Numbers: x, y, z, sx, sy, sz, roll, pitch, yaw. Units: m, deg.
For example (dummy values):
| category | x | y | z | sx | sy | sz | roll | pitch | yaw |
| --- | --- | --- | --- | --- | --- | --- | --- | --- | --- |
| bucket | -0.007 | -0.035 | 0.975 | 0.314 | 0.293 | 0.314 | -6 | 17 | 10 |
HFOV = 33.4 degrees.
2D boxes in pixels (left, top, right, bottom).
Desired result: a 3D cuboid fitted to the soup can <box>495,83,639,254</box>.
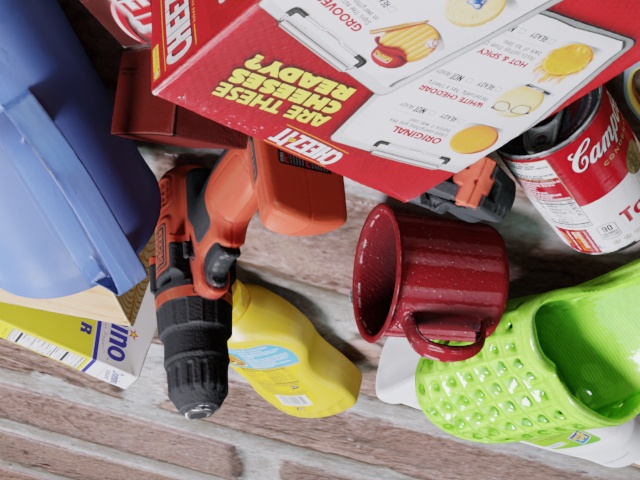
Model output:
| category | x | y | z | sx | sy | sz | roll | pitch | yaw |
| --- | --- | --- | --- | --- | --- | --- | --- | --- | --- |
| soup can | 0.144 | -0.045 | 0.596 | 0.069 | 0.068 | 0.102 | -9 | 143 | 36 |

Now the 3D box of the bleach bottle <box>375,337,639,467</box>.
| category | x | y | z | sx | sy | sz | roll | pitch | yaw |
| --- | --- | --- | --- | --- | --- | --- | --- | --- | --- |
| bleach bottle | 0.178 | 0.138 | 0.897 | 0.250 | 0.068 | 0.103 | 24 | 150 | -19 |

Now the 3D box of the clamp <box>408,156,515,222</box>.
| category | x | y | z | sx | sy | sz | roll | pitch | yaw |
| --- | --- | --- | --- | --- | --- | --- | --- | --- | --- |
| clamp | 0.074 | -0.033 | 0.625 | 0.120 | 0.039 | 0.172 | 16 | -175 | -19 |

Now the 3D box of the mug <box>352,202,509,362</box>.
| category | x | y | z | sx | sy | sz | roll | pitch | yaw |
| --- | --- | --- | --- | --- | --- | --- | --- | --- | --- |
| mug | 0.076 | 0.033 | 0.706 | 0.081 | 0.117 | 0.093 | 6 | 129 | -16 |

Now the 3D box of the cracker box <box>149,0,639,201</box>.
| category | x | y | z | sx | sy | sz | roll | pitch | yaw |
| --- | --- | --- | --- | --- | --- | --- | --- | --- | --- |
| cracker box | 0.055 | -0.113 | 0.452 | 0.163 | 0.072 | 0.214 | 21 | 141 | -39 |

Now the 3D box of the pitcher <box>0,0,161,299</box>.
| category | x | y | z | sx | sy | sz | roll | pitch | yaw |
| --- | --- | --- | --- | --- | --- | --- | --- | --- | --- |
| pitcher | -0.186 | -0.076 | 0.640 | 0.149 | 0.145 | 0.243 | 0 | 145 | 12 |

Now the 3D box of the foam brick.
| category | x | y | z | sx | sy | sz | roll | pitch | yaw |
| --- | --- | --- | --- | --- | --- | --- | --- | --- | --- |
| foam brick | -0.080 | -0.083 | 0.622 | 0.051 | 0.053 | 0.078 | 8 | -179 | -37 |

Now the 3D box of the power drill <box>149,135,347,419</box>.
| category | x | y | z | sx | sy | sz | roll | pitch | yaw |
| --- | --- | --- | --- | --- | --- | --- | --- | --- | --- |
| power drill | -0.054 | 0.001 | 0.674 | 0.057 | 0.184 | 0.188 | 10 | 147 | -30 |

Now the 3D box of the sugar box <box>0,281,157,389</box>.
| category | x | y | z | sx | sy | sz | roll | pitch | yaw |
| --- | --- | --- | --- | --- | --- | --- | --- | --- | --- |
| sugar box | -0.225 | 0.050 | 0.911 | 0.176 | 0.093 | 0.048 | 24 | 150 | -15 |

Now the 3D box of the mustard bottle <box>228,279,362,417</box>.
| category | x | y | z | sx | sy | sz | roll | pitch | yaw |
| --- | --- | --- | --- | --- | --- | --- | --- | --- | --- |
| mustard bottle | -0.046 | 0.088 | 0.922 | 0.096 | 0.058 | 0.191 | -3 | 145 | 32 |
